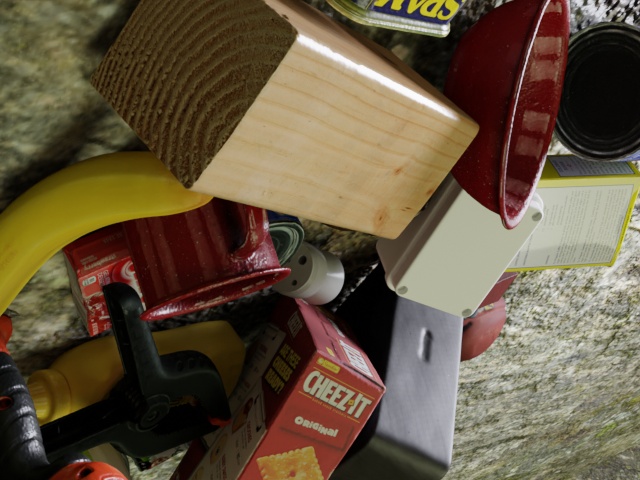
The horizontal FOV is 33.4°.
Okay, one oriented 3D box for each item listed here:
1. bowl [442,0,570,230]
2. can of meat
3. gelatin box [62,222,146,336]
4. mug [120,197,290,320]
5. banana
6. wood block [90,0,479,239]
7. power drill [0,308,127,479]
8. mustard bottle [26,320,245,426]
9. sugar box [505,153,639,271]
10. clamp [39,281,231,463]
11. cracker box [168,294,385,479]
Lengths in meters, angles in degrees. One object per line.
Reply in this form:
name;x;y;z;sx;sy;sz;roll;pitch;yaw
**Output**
bowl;0.117;-0.091;0.700;0.162;0.055;0.162;14;90;-71
can of meat;0.051;-0.157;0.546;0.101;0.057;0.084;-4;141;-49
gelatin box;-0.127;0.021;0.706;0.073;0.030;0.089;-24;156;-19
mug;-0.068;-0.008;0.622;0.093;0.081;0.117;-13;171;-33
banana;-0.139;-0.004;0.586;0.198;0.069;0.037;-34;170;26
wood block;-0.009;-0.072;0.578;0.090;0.091;0.205;-53;151;15
power drill;-0.213;0.144;0.644;0.184;0.188;0.057;-40;157;14
mustard bottle;-0.151;0.111;0.817;0.191;0.058;0.096;-2;136;-48
sugar box;0.161;-0.022;0.861;0.176;0.048;0.093;-1;125;-10
clamp;-0.125;0.104;0.748;0.165;0.036;0.209;-54;148;15
cracker box;-0.043;0.163;0.849;0.214;0.072;0.164;-58;-165;7
